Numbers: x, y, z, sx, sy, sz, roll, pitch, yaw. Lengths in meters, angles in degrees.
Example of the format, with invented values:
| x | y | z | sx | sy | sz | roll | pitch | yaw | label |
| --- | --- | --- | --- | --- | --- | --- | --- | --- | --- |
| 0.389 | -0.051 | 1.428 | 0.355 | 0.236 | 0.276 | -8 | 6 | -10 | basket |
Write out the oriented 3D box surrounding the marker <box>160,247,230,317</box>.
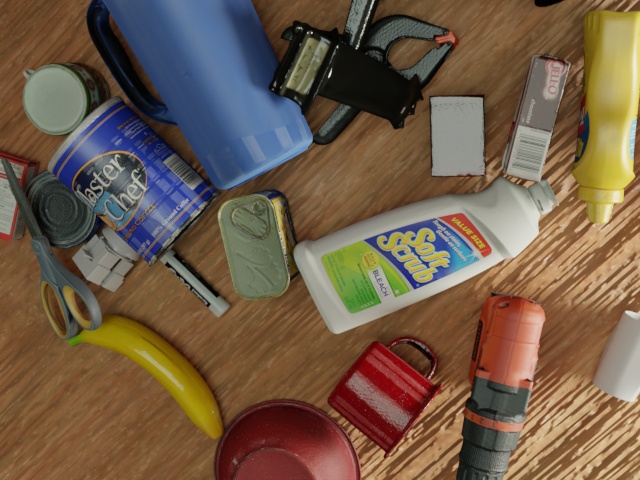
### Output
| x | y | z | sx | sy | sz | roll | pitch | yaw | label |
| --- | --- | --- | --- | --- | --- | --- | --- | --- | --- |
| -0.143 | 0.032 | 1.115 | 0.121 | 0.020 | 0.020 | 44 | 104 | 2 | marker |

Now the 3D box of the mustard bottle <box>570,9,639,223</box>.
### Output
| x | y | z | sx | sy | sz | roll | pitch | yaw | label |
| --- | --- | --- | --- | --- | --- | --- | --- | --- | --- |
| 0.263 | -0.111 | 0.976 | 0.058 | 0.096 | 0.192 | 4 | 100 | 10 | mustard bottle |

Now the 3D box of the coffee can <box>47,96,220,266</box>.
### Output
| x | y | z | sx | sy | sz | roll | pitch | yaw | label |
| --- | --- | --- | --- | --- | --- | --- | --- | --- | --- |
| -0.184 | -0.059 | 1.062 | 0.140 | 0.102 | 0.103 | 44 | 104 | -3 | coffee can |

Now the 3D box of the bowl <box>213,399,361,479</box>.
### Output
| x | y | z | sx | sy | sz | roll | pitch | yaw | label |
| --- | --- | --- | --- | --- | --- | --- | --- | --- | --- |
| -0.041 | 0.251 | 1.111 | 0.162 | 0.055 | 0.162 | 2 | 99 | 11 | bowl |

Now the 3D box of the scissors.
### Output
| x | y | z | sx | sy | sz | roll | pitch | yaw | label |
| --- | --- | --- | --- | --- | --- | --- | --- | --- | --- |
| -0.272 | 0.014 | 1.092 | 0.096 | 0.016 | 0.202 | 10 | 119 | 38 | scissors |

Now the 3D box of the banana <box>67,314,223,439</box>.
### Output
| x | y | z | sx | sy | sz | roll | pitch | yaw | label |
| --- | --- | --- | --- | --- | --- | --- | --- | --- | --- |
| -0.176 | 0.134 | 1.131 | 0.198 | 0.037 | 0.070 | 33 | 133 | 7 | banana |

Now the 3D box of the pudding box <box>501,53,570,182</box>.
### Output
| x | y | z | sx | sy | sz | roll | pitch | yaw | label |
| --- | --- | --- | --- | --- | --- | --- | --- | --- | --- |
| 0.200 | -0.115 | 0.990 | 0.039 | 0.090 | 0.113 | 16 | 102 | 9 | pudding box |

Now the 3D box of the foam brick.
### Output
| x | y | z | sx | sy | sz | roll | pitch | yaw | label |
| --- | --- | --- | --- | --- | --- | --- | --- | --- | --- |
| 0.133 | -0.102 | 1.025 | 0.051 | 0.053 | 0.078 | -1 | 99 | 11 | foam brick |

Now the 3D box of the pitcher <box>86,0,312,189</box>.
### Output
| x | y | z | sx | sy | sz | roll | pitch | yaw | label |
| --- | --- | --- | --- | --- | --- | --- | --- | --- | --- |
| -0.115 | -0.172 | 1.030 | 0.145 | 0.149 | 0.243 | -29 | 96 | -16 | pitcher |

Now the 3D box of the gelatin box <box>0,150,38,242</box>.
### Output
| x | y | z | sx | sy | sz | roll | pitch | yaw | label |
| --- | --- | --- | --- | --- | --- | --- | --- | --- | --- |
| -0.347 | -0.051 | 1.136 | 0.073 | 0.030 | 0.089 | 17 | 101 | 9 | gelatin box |

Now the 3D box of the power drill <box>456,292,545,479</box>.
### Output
| x | y | z | sx | sy | sz | roll | pitch | yaw | label |
| --- | --- | --- | --- | --- | --- | --- | --- | --- | --- |
| 0.165 | 0.130 | 0.985 | 0.057 | 0.187 | 0.184 | 15 | 99 | 7 | power drill |

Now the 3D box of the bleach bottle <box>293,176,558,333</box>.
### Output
| x | y | z | sx | sy | sz | roll | pitch | yaw | label |
| --- | --- | --- | --- | --- | --- | --- | --- | --- | --- |
| 0.107 | -0.001 | 1.041 | 0.251 | 0.068 | 0.102 | -25 | 94 | 11 | bleach bottle |

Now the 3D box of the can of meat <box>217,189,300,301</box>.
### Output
| x | y | z | sx | sy | sz | roll | pitch | yaw | label |
| --- | --- | --- | --- | --- | --- | --- | --- | --- | --- |
| -0.057 | 0.001 | 1.061 | 0.057 | 0.084 | 0.102 | -11 | 96 | 12 | can of meat |

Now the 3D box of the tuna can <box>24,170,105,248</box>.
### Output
| x | y | z | sx | sy | sz | roll | pitch | yaw | label |
| --- | --- | --- | --- | --- | --- | --- | --- | --- | --- |
| -0.268 | -0.035 | 1.121 | 0.086 | 0.033 | 0.086 | 2 | 99 | 11 | tuna can |

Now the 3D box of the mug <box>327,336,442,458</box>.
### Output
| x | y | z | sx | sy | sz | roll | pitch | yaw | label |
| --- | --- | --- | --- | --- | --- | --- | --- | --- | --- |
| 0.068 | 0.146 | 1.064 | 0.081 | 0.093 | 0.117 | 38 | 73 | 8 | mug |

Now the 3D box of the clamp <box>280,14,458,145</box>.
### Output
| x | y | z | sx | sy | sz | roll | pitch | yaw | label |
| --- | --- | --- | --- | --- | --- | --- | --- | --- | --- |
| 0.045 | -0.179 | 1.038 | 0.171 | 0.039 | 0.120 | -25 | 97 | 13 | clamp |
